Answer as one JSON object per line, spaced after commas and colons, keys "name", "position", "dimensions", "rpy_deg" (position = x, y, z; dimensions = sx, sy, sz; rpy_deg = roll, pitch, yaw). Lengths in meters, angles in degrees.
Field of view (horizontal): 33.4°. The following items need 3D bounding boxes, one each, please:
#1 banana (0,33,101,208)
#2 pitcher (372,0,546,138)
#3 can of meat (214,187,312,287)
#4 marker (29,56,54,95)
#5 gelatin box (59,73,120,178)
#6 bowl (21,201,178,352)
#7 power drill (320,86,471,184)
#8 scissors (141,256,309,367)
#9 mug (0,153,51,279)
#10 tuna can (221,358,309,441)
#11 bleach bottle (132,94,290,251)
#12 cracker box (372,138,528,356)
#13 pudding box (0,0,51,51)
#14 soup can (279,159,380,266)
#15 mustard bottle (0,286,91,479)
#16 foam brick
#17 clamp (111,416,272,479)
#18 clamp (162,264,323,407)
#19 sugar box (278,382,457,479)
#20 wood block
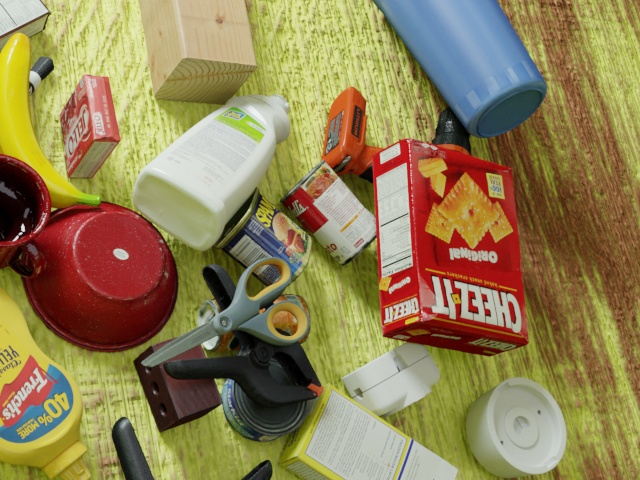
{"name": "banana", "position": [-0.284, -0.107, 1.043], "dimensions": [0.069, 0.037, 0.198], "rpy_deg": [-22, 81, -26]}
{"name": "pitcher", "position": [0.177, -0.246, 1.320], "dimensions": [0.149, 0.145, 0.243], "rpy_deg": [-14, 63, -30]}
{"name": "can of meat", "position": [-0.057, 0.001, 1.117], "dimensions": [0.084, 0.057, 0.102], "rpy_deg": [41, 17, -11]}
{"name": "marker", "position": [-0.308, -0.146, 1.084], "dimensions": [0.020, 0.020, 0.121], "rpy_deg": [37, 54, -10]}
{"name": "gelatin box", "position": [-0.233, -0.113, 1.068], "dimensions": [0.030, 0.089, 0.073], "rpy_deg": [-1, 69, -31]}
{"name": "bowl", "position": [-0.205, 0.024, 1.042], "dimensions": [0.161, 0.055, 0.162], "rpy_deg": [13, 62, -25]}
{"name": "power drill", "position": [0.099, -0.113, 1.281], "dimensions": [0.187, 0.057, 0.184], "rpy_deg": [22, 58, -20]}
{"name": "scissors", "position": [-0.077, 0.089, 0.995], "dimensions": [0.096, 0.016, 0.201], "rpy_deg": [52, 46, -10]}
{"name": "mug", "position": [-0.297, -0.013, 0.988], "dimensions": [0.117, 0.082, 0.093], "rpy_deg": [48, 54, -1]}
{"name": "tuna can", "position": [-0.056, 0.159, 1.078], "dimensions": [0.086, 0.034, 0.086], "rpy_deg": [12, 62, -25]}
{"name": "bleach bottle", "position": [-0.092, -0.090, 1.132], "dimensions": [0.102, 0.068, 0.250], "rpy_deg": [32, 39, 6]}
{"name": "cracker box", "position": [0.144, 0.008, 1.175], "dimensions": [0.163, 0.072, 0.213], "rpy_deg": [13, 64, -34]}
{"name": "pudding box", "position": [-0.348, -0.237, 1.092], "dimensions": [0.113, 0.039, 0.090], "rpy_deg": [-39, 90, -35]}
{"name": "soup can", "position": [0.014, -0.030, 1.186], "dimensions": [0.102, 0.069, 0.068], "rpy_deg": [46, 53, -4]}
{"name": "mustard bottle", "position": [-0.269, 0.140, 0.949], "dimensions": [0.096, 0.058, 0.191], "rpy_deg": [-37, 90, -36]}
{"name": "foam brick", "position": [-0.138, 0.136, 1.030], "dimensions": [0.051, 0.053, 0.078], "rpy_deg": [-15, 75, -34]}
{"name": "clamp", "position": [-0.124, 0.277, 0.982], "dimensions": [0.164, 0.036, 0.210], "rpy_deg": [14, 64, -24]}
{"name": "clamp", "position": [-0.073, 0.117, 1.028], "dimensions": [0.171, 0.039, 0.120], "rpy_deg": [42, 60, -18]}
{"name": "sugar box", "position": [0.052, 0.234, 1.100], "dimensions": [0.176, 0.048, 0.093], "rpy_deg": [37, 54, -15]}
{"name": "wood block", "position": [-0.144, -0.267, 1.192], "dimensions": [0.090, 0.090, 0.206], "rpy_deg": [1, 67, -31]}
